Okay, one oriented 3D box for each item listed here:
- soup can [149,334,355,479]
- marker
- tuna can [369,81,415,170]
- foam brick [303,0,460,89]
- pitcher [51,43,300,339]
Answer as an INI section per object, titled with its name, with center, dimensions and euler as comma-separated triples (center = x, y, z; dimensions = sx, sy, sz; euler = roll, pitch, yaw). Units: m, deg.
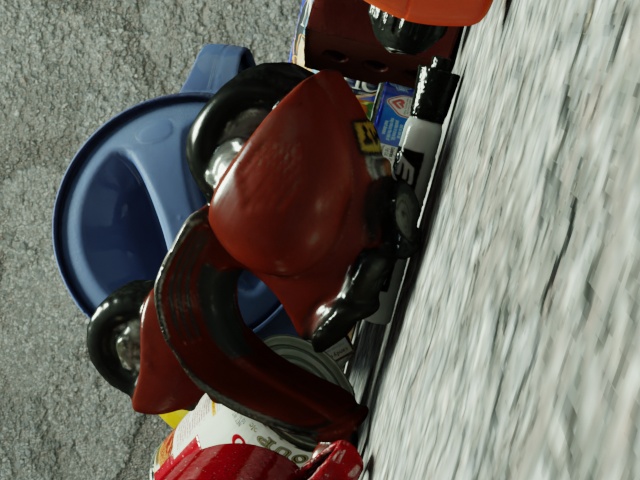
[soup can]
center = -0.035, 0.103, 0.548
dimensions = 0.102, 0.068, 0.068
euler = -48, 15, 36
[marker]
center = 0.038, -0.022, 0.474
dimensions = 0.020, 0.020, 0.121
euler = -69, -5, -80
[tuna can]
center = 0.036, -0.037, 0.551
dimensions = 0.086, 0.034, 0.086
euler = 21, -96, -89
[foam brick]
center = 0.035, -0.115, 0.569
dimensions = 0.053, 0.078, 0.051
euler = 93, -168, -75
[pitcher]
center = -0.054, 0.001, 0.636
dimensions = 0.149, 0.145, 0.243
euler = -38, -11, -2
